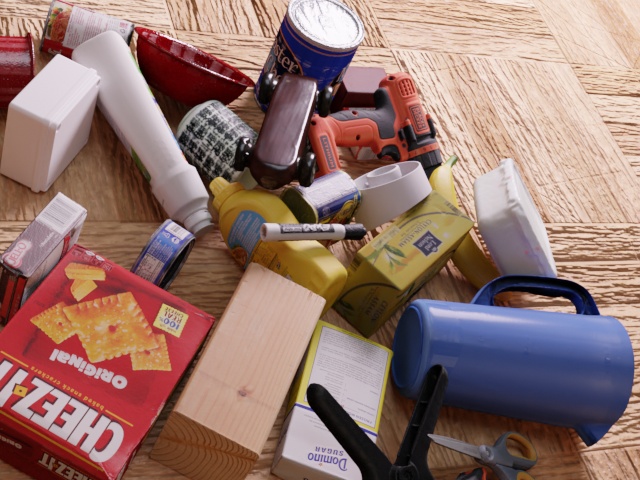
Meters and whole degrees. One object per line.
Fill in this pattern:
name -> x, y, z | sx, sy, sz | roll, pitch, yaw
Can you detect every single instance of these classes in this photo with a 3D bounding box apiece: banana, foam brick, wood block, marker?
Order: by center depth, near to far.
wood block -> -0.078, 0.132, 1.052 | 0.091, 0.090, 0.206 | 28, 44, -2
marker -> -0.005, -0.009, 1.122 | 0.120, 0.020, 0.020 | 0, 52, -28
banana -> 0.175, -0.012, 1.310 | 0.069, 0.037, 0.198 | -15, 78, -19
foam brick -> 0.051, -0.198, 1.433 | 0.078, 0.053, 0.051 | -2, 53, -29

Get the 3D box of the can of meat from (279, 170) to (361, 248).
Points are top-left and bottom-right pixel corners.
can of meat -> -0.008, -0.026, 1.218 | 0.083, 0.102, 0.057 | -25, 65, -42

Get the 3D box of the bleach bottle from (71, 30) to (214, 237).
bleach bottle -> -0.194, -0.112, 1.215 | 0.068, 0.102, 0.251 | -30, 78, -7

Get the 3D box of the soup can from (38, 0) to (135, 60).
soup can -> -0.285, -0.249, 1.303 | 0.102, 0.069, 0.068 | 16, 46, -13

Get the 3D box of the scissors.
scissors -> 0.176, 0.236, 1.081 | 0.201, 0.016, 0.096 | 8, 57, -53

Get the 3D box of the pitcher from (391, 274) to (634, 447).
pitcher -> 0.207, 0.123, 1.172 | 0.242, 0.145, 0.149 | 10, 22, -14

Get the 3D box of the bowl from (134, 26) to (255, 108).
bowl -> -0.163, -0.202, 1.302 | 0.162, 0.055, 0.162 | 26, 13, -6

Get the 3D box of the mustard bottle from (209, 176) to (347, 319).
mustard bottle -> -0.057, 0.001, 1.172 | 0.058, 0.096, 0.192 | -27, 66, -40

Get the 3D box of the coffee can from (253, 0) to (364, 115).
coffee can -> -0.016, -0.228, 1.364 | 0.102, 0.140, 0.103 | 14, 47, -15

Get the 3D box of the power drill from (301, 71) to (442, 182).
power drill -> 0.066, -0.107, 1.333 | 0.187, 0.057, 0.184 | -18, 87, -31

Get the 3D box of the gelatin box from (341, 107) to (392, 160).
gelatin box -> 0.076, -0.141, 1.410 | 0.089, 0.030, 0.073 | -3, 52, -28

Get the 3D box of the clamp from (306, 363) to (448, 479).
clamp -> 0.080, 0.221, 1.029 | 0.164, 0.036, 0.210 | -12, 83, -33

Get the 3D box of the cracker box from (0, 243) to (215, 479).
cracker box -> -0.220, 0.121, 1.005 | 0.164, 0.072, 0.213 | 29, 45, 1

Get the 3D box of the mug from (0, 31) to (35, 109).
mug -> -0.371, -0.192, 1.207 | 0.081, 0.093, 0.117 | -2, 21, -21

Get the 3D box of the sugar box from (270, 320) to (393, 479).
sugar box -> 0.014, 0.173, 1.092 | 0.093, 0.048, 0.176 | 23, 49, -6

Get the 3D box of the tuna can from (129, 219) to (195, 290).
tuna can -> -0.166, 0.022, 1.108 | 0.034, 0.086, 0.086 | 32, 45, 2

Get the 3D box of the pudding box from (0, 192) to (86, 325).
pudding box -> -0.280, 0.020, 1.052 | 0.039, 0.090, 0.113 | 32, 44, 1
